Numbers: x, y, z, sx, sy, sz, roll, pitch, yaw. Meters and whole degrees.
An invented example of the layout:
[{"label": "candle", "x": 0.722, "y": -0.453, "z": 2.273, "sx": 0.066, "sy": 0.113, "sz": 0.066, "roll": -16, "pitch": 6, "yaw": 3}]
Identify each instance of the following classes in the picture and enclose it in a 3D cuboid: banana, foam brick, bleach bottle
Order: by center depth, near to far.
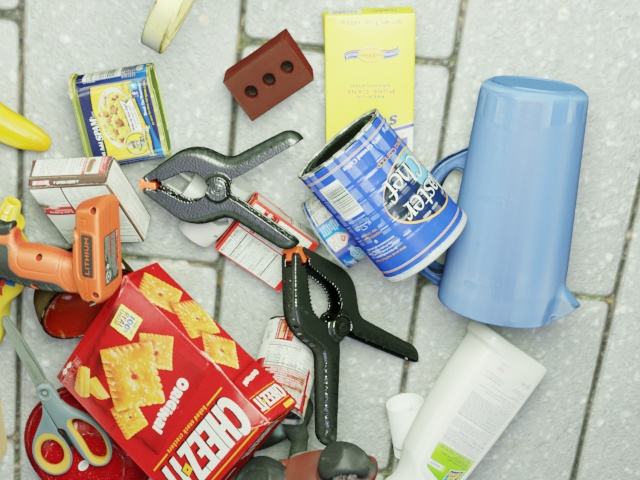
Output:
[{"label": "foam brick", "x": -0.052, "y": -0.168, "z": 1.079, "sx": 0.078, "sy": 0.051, "sz": 0.053, "roll": -33, "pitch": 108, "yaw": 11}, {"label": "banana", "x": -0.355, "y": -0.162, "z": 1.085, "sx": 0.070, "sy": 0.037, "sz": 0.197, "roll": -27, "pitch": 109, "yaw": 10}, {"label": "bleach bottle", "x": 0.140, "y": 0.216, "z": 1.191, "sx": 0.102, "sy": 0.068, "sz": 0.251, "roll": 35, "pitch": 93, "yaw": -22}]

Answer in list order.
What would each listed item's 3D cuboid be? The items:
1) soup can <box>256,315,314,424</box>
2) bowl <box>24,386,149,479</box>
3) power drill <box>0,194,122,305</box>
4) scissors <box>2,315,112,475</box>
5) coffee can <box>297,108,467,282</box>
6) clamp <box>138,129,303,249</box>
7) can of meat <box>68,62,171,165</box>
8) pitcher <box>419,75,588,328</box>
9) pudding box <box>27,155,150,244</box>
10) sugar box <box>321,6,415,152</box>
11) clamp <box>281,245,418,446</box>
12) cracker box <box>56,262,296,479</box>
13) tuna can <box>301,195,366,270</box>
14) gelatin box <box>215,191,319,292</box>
[{"label": "soup can", "x": -0.038, "y": 0.141, "z": 1.164, "sx": 0.068, "sy": 0.069, "sz": 0.102, "roll": 19, "pitch": 66, "yaw": -8}, {"label": "bowl", "x": -0.268, "y": 0.248, "z": 1.235, "sx": 0.162, "sy": 0.055, "sz": 0.162, "roll": 0, "pitch": 111, "yaw": -1}, {"label": "power drill", "x": -0.290, "y": -0.013, "z": 1.039, "sx": 0.188, "sy": 0.057, "sz": 0.184, "roll": 4, "pitch": 110, "yaw": 13}, {"label": "scissors", "x": -0.311, "y": 0.181, "z": 1.171, "sx": 0.096, "sy": 0.016, "sz": 0.201, "roll": -36, "pitch": 106, "yaw": 12}, {"label": "coffee can", "x": 0.061, "y": -0.044, "z": 1.048, "sx": 0.103, "sy": 0.103, "sz": 0.140, "roll": -39, "pitch": 102, "yaw": 13}, {"label": "clamp", "x": -0.096, "y": -0.045, "z": 1.085, "sx": 0.171, "sy": 0.039, "sz": 0.120, "roll": -5, "pitch": 95, "yaw": 9}, {"label": "can of meat", "x": -0.203, "y": -0.127, "z": 1.090, "sx": 0.084, "sy": 0.057, "sz": 0.102, "roll": -10, "pitch": 112, "yaw": 0}, {"label": "pitcher", "x": 0.192, "y": -0.044, "z": 1.099, "sx": 0.149, "sy": 0.145, "sz": 0.243, "roll": 1, "pitch": 108, "yaw": -14}, {"label": "pudding box", "x": -0.236, "y": -0.040, "z": 1.097, "sx": 0.090, "sy": 0.039, "sz": 0.113, "roll": -3, "pitch": 149, "yaw": 13}, {"label": "sugar box", "x": 0.049, "y": -0.147, "z": 1.092, "sx": 0.093, "sy": 0.048, "sz": 0.176, "roll": -2, "pitch": 110, "yaw": 0}, {"label": "clamp", "x": 0.022, "y": 0.092, "z": 1.153, "sx": 0.164, "sy": 0.036, "sz": 0.210, "roll": -32, "pitch": 106, "yaw": -37}, {"label": "cracker box", "x": -0.157, "y": 0.156, "z": 1.119, "sx": 0.214, "sy": 0.072, "sz": 0.164, "roll": 44, "pitch": 117, "yaw": 11}, {"label": "tuna can", "x": 0.018, "y": -0.013, "z": 1.122, "sx": 0.034, "sy": 0.086, "sz": 0.086, "roll": -35, "pitch": 108, "yaw": 10}, {"label": "gelatin box", "x": -0.058, "y": 0.001, "z": 1.156, "sx": 0.089, "sy": 0.030, "sz": 0.073, "roll": 35, "pitch": 108, "yaw": -14}]
